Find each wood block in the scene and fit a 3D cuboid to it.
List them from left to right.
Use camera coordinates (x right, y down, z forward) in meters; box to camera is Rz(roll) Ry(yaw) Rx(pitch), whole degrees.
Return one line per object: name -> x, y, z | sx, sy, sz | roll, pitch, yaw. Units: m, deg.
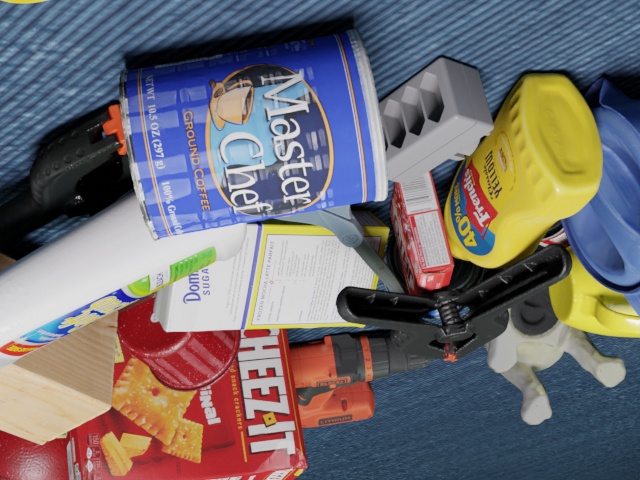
wood block -> -0.258, 0.064, 0.776 | 0.090, 0.091, 0.205 | -30, 137, 30

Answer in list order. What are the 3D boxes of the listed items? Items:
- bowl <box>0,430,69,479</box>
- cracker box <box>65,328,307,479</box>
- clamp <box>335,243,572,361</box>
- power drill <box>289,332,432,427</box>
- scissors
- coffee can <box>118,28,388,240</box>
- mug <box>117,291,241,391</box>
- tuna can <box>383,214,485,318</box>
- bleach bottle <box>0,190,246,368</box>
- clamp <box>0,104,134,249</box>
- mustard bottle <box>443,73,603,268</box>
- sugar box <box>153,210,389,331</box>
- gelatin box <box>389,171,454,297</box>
bowl -> -0.286, 0.188, 1.089 | 0.161, 0.162, 0.055 | 5, 114, -33
cracker box -> -0.131, 0.151, 1.004 | 0.213, 0.164, 0.072 | -1, 157, -21
clamp -> 0.090, 0.058, 0.815 | 0.164, 0.036, 0.210 | -8, 161, -5
power drill -> 0.032, 0.158, 1.230 | 0.184, 0.057, 0.188 | -5, 154, -4
scissors -> 0.002, -0.007, 0.809 | 0.096, 0.016, 0.201 | -8, 138, 12
coffee can -> -0.038, -0.062, 0.631 | 0.140, 0.103, 0.103 | -10, 157, -2
mug -> -0.136, 0.072, 0.935 | 0.117, 0.093, 0.081 | 20, 163, 25
tuna can -> 0.095, 0.021, 0.903 | 0.086, 0.086, 0.034 | -7, 155, -9
bleach bottle -> -0.171, 0.033, 0.700 | 0.250, 0.068, 0.103 | -30, 173, -16
clamp -> -0.159, -0.034, 0.727 | 0.172, 0.039, 0.120 | -33, 165, 39
mustard bottle -> 0.136, -0.033, 0.783 | 0.058, 0.096, 0.192 | -4, 156, -17
sugar box -> -0.039, 0.022, 0.846 | 0.176, 0.048, 0.093 | 3, 112, -24
gelatin box -> 0.078, -0.001, 0.839 | 0.030, 0.089, 0.073 | -9, 157, -4
